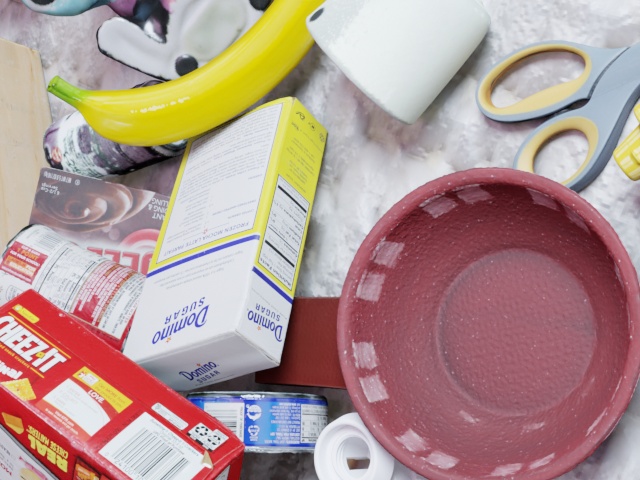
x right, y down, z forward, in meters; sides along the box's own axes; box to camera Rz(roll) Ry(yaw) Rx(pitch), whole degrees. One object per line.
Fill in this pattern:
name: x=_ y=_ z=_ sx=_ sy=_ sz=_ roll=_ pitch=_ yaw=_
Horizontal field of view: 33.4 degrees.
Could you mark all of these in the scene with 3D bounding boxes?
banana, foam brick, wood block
banana: x=-0.066 y=-0.106 z=0.657 sx=0.198 sy=0.069 sz=0.037 roll=-25 pitch=34 yaw=3
foam brick: x=0.008 y=0.060 z=0.621 sx=0.078 sy=0.051 sz=0.053 roll=-1 pitch=81 yaw=37
wood block: x=-0.260 y=-0.048 z=0.819 sx=0.091 sy=0.090 sz=0.206 roll=-28 pitch=66 yaw=31

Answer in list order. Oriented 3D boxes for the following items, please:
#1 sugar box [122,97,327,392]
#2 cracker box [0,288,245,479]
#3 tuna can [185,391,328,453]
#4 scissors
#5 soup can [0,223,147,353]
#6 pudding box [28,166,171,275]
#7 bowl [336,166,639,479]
sugar box: x=-0.054 y=0.001 z=0.639 sx=0.094 sy=0.048 sz=0.176 roll=-18 pitch=47 yaw=35
cracker box: x=-0.134 y=0.156 z=0.623 sx=0.164 sy=0.072 sz=0.214 roll=31 pitch=134 yaw=21
tuna can: x=-0.038 y=0.108 z=0.627 sx=0.086 sy=0.086 sz=0.034 roll=-7 pitch=76 yaw=36
scissors: x=0.171 y=-0.076 z=0.542 sx=0.202 sy=0.016 sz=0.096 roll=-7 pitch=80 yaw=36
soup can: x=-0.151 y=0.039 z=0.677 sx=0.102 sy=0.068 sz=0.068 roll=25 pitch=99 yaw=11
pudding box: x=-0.145 y=0.005 z=0.730 sx=0.113 sy=0.039 sz=0.090 roll=13 pitch=90 yaw=14
bowl: x=0.091 y=0.046 z=0.550 sx=0.162 sy=0.055 sz=0.162 roll=-4 pitch=81 yaw=28
